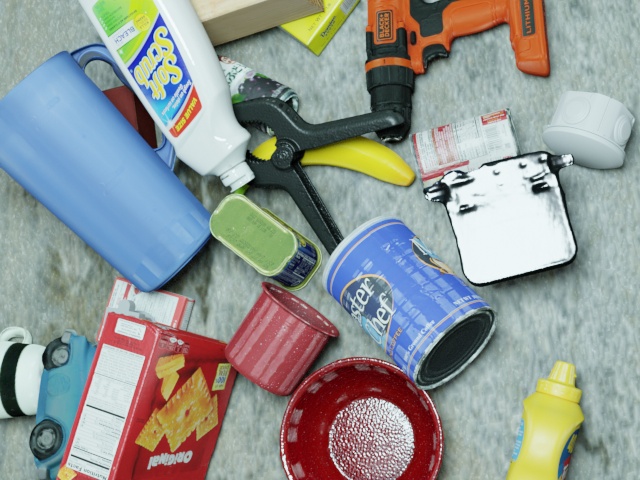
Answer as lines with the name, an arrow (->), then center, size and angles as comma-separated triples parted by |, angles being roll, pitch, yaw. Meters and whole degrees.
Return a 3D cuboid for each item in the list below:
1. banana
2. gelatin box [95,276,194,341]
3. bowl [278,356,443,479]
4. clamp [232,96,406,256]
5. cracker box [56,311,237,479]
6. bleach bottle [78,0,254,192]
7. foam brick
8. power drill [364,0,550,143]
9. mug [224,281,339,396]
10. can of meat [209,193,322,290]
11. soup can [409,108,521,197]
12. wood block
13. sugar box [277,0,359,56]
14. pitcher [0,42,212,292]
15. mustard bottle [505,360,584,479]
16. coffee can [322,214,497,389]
banana -> 0.000, -0.083, 1.119 | 0.198, 0.037, 0.069 | -5, 97, 16
gelatin box -> -0.187, 0.085, 1.142 | 0.089, 0.030, 0.073 | 15, 85, 17
bowl -> 0.044, 0.196, 1.041 | 0.162, 0.055, 0.162 | -3, 79, 15
clamp -> -0.023, -0.095, 1.083 | 0.210, 0.036, 0.165 | 31, 107, 12
cracker box -> -0.166, 0.190, 1.042 | 0.072, 0.164, 0.213 | 12, 83, 27
bleach bottle -> -0.137, -0.165, 1.054 | 0.103, 0.068, 0.251 | -30, 95, 27
foam brick -> -0.216, -0.125, 1.177 | 0.051, 0.053, 0.078 | -12, 76, 13
power drill -> 0.136, -0.195, 1.087 | 0.188, 0.057, 0.184 | -4, 79, 15
mug -> -0.045, 0.096, 1.067 | 0.081, 0.093, 0.117 | -56, 28, 6
can of meat -> -0.057, 0.001, 1.092 | 0.102, 0.084, 0.057 | 37, 91, 19
soup can -> 0.146, -0.086, 1.059 | 0.102, 0.068, 0.068 | -15, 76, 12
wood block -> -0.112, -0.261, 1.113 | 0.206, 0.090, 0.090 | -13, 85, 23
sugar box -> -0.045, -0.289, 1.162 | 0.176, 0.048, 0.093 | 38, 94, 17
pitcher -> -0.218, -0.072, 1.091 | 0.242, 0.144, 0.149 | 46, 123, -9
mustard bottle -> 0.200, 0.204, 0.974 | 0.058, 0.096, 0.191 | 14, 84, 18
coffee can -> 0.084, 0.057, 1.018 | 0.103, 0.102, 0.140 | -46, 60, 3
